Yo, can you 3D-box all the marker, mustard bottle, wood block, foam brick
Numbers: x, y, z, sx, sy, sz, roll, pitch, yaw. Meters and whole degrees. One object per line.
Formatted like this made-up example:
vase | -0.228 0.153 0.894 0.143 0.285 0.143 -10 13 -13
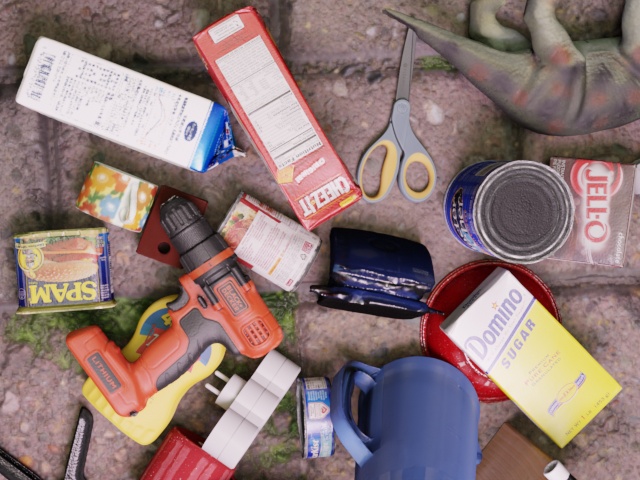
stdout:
marker | 0.253 0.251 0.986 0.020 0.020 0.121 -44 96 -1
mustard bottle | -0.156 0.116 1.130 0.096 0.058 0.191 41 89 4
wood block | 0.224 0.271 1.100 0.090 0.206 0.091 39 89 -7
foam brick | -0.156 -0.014 1.124 0.053 0.051 0.078 21 92 -6

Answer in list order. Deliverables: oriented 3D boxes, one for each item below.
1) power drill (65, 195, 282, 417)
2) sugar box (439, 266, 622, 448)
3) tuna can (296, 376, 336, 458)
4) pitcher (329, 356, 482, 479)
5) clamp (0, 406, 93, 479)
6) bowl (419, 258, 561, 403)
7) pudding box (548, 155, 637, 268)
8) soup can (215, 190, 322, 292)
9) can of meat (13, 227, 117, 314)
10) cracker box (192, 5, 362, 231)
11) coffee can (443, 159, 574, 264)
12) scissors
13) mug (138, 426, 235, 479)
power drill | -0.157 0.073 1.070 0.187 0.057 0.184 -34 90 -1
sugar box | 0.218 0.121 1.113 0.176 0.048 0.093 44 90 -8
tuna can | -0.005 0.188 1.135 0.033 0.086 0.086 -3 94 -6
pitcher | 0.085 0.219 1.057 0.149 0.242 0.145 -4 109 9
clamp | -0.291 0.269 1.139 0.120 0.039 0.171 -9 95 -3
bowl | 0.192 0.103 1.161 0.162 0.055 0.162 0 95 -5
pudding box | 0.289 -0.032 1.152 0.090 0.039 0.113 7 95 21
soup can | -0.057 0.001 1.126 0.102 0.068 0.068 31 91 -7
can of meat | -0.268 0.030 1.116 0.102 0.057 0.084 -4 92 -4
cracker box | -0.042 -0.121 1.070 0.072 0.164 0.213 -31 96 0
coffee can | 0.192 -0.032 1.108 0.102 0.140 0.103 0 94 -5
scissors | 0.103 -0.129 1.157 0.096 0.016 0.202 23 92 -8
mug | -0.135 0.256 1.134 0.117 0.093 0.081 35 85 -37
